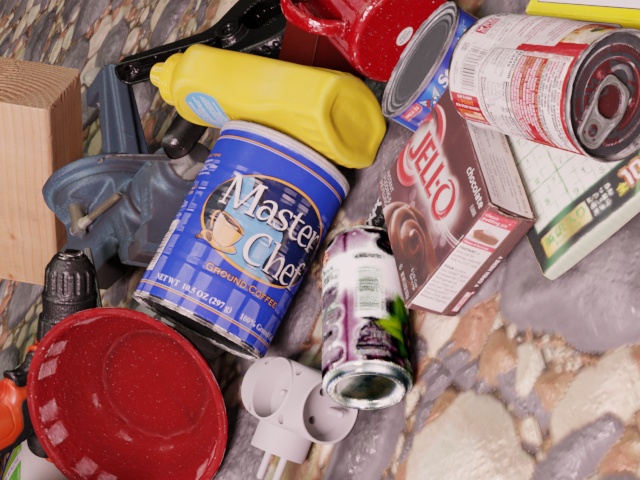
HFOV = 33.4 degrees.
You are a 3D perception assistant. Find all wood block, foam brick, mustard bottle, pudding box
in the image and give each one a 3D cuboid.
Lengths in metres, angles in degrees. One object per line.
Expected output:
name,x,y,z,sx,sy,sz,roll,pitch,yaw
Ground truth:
wood block,-0.293,-0.066,1.069,0.090,0.090,0.206,-72,-10,-56
foam brick,0.002,-0.143,0.840,0.053,0.051,0.078,-15,56,50
mustard bottle,-0.052,-0.105,0.786,0.192,0.096,0.058,18,82,33
pudding box,0.078,-0.024,0.641,0.090,0.039,0.113,-56,31,36

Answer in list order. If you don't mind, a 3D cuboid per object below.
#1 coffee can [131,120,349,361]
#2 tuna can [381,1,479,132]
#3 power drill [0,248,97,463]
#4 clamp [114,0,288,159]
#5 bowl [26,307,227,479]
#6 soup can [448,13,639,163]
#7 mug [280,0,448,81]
coffee can,-0.055,0.001,0.756,0.103,0.102,0.140,7,67,57
tuna can,0.077,-0.112,0.703,0.086,0.033,0.086,-55,17,24
power drill,-0.243,0.109,0.813,0.057,0.187,0.184,16,110,34
clamp,-0.079,-0.167,0.910,0.210,0.036,0.165,-40,42,-7
bowl,-0.135,0.118,0.798,0.162,0.162,0.055,-48,-2,24
soup can,0.124,-0.085,0.574,0.102,0.068,0.068,27,91,56
mug,0.029,-0.165,0.754,0.081,0.117,0.093,55,142,39
